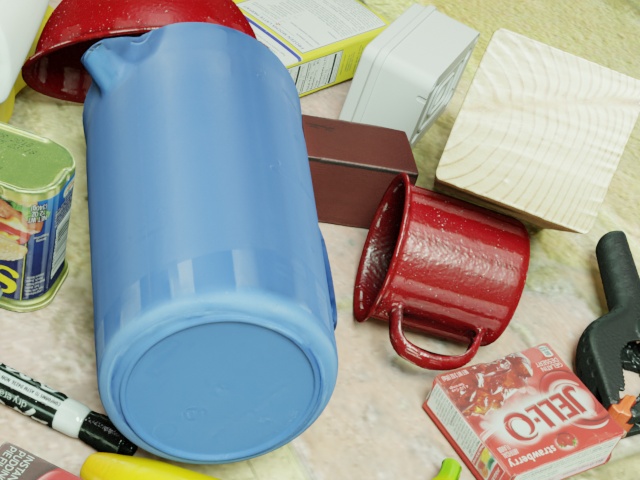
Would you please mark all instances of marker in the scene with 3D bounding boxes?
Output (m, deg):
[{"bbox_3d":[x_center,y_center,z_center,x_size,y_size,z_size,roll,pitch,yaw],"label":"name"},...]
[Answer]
[{"bbox_3d":[-0.146,0.079,0.535,0.121,0.020,0.020,24,39,9],"label":"marker"}]

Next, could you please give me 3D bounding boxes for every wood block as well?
[{"bbox_3d":[0.128,-0.062,0.672,0.091,0.090,0.206,22,3,5],"label":"wood block"}]

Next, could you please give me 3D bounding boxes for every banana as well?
[{"bbox_3d":[-0.014,0.131,0.511,0.197,0.037,0.070,6,16,-17],"label":"banana"}]

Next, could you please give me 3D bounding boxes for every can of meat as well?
[{"bbox_3d":[-0.187,-0.019,0.585,0.102,0.084,0.057,18,38,0],"label":"can of meat"}]

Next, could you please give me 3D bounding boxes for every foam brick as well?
[{"bbox_3d":[0.019,-0.046,0.722,0.078,0.051,0.053,8,38,-12],"label":"foam brick"}]

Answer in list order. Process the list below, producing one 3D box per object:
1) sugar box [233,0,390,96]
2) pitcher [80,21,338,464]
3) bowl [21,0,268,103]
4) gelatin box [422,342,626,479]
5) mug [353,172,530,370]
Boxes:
[{"bbox_3d":[-0.033,-0.154,0.840,0.175,0.048,0.093,-28,56,-37],"label":"sugar box"},{"bbox_3d":[-0.054,0.001,0.568,0.149,0.145,0.243,-1,37,-10],"label":"pitcher"},{"bbox_3d":[-0.114,-0.135,0.695,0.161,0.162,0.055,-3,82,-24],"label":"bowl"},{"bbox_3d":[0.115,0.100,0.599,0.089,0.030,0.073,-11,46,-31],"label":"gelatin box"},{"bbox_3d":[0.071,0.024,0.632,0.081,0.093,0.117,17,50,-9],"label":"mug"}]
